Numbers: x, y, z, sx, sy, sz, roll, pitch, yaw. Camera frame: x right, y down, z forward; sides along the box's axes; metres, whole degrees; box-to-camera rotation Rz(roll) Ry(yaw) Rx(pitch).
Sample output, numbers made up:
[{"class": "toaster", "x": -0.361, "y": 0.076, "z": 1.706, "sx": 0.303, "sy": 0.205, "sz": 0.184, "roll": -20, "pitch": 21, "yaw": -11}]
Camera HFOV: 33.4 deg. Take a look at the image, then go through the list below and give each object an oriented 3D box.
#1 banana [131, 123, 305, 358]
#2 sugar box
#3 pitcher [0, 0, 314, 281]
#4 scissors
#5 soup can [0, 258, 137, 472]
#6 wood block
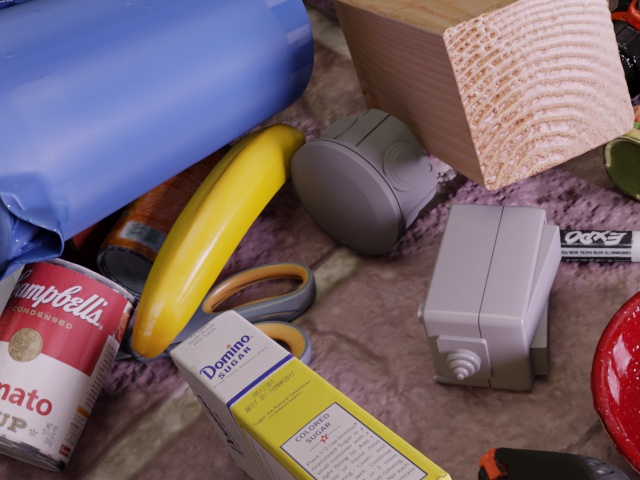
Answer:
[{"class": "banana", "x": -0.053, "y": -0.015, "z": 0.639, "sx": 0.037, "sy": 0.070, "sz": 0.197, "roll": 19, "pitch": 47, "yaw": 19}, {"class": "sugar box", "x": 0.003, "y": 0.103, "z": 0.481, "sx": 0.048, "sy": 0.093, "sz": 0.176, "roll": -35, "pitch": 35, "yaw": -15}, {"class": "pitcher", "x": -0.128, "y": -0.091, "z": 0.612, "sx": 0.242, "sy": 0.149, "sz": 0.145, "roll": -32, "pitch": 12, "yaw": -36}, {"class": "scissors", "x": -0.090, "y": 0.071, "z": 0.620, "sx": 0.201, "sy": 0.016, "sz": 0.096, "roll": -24, "pitch": 45, "yaw": -5}, {"class": "soup can", "x": -0.153, "y": 0.068, "z": 0.591, "sx": 0.069, "sy": 0.068, "sz": 0.102, "roll": 11, "pitch": 67, "yaw": 26}, {"class": "wood block", "x": 0.086, "y": -0.110, "z": 0.632, "sx": 0.090, "sy": 0.091, "sz": 0.206, "roll": -23, "pitch": 22, "yaw": -7}]
